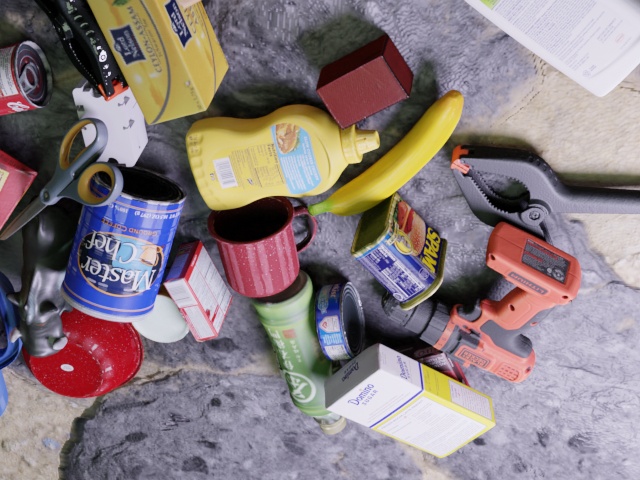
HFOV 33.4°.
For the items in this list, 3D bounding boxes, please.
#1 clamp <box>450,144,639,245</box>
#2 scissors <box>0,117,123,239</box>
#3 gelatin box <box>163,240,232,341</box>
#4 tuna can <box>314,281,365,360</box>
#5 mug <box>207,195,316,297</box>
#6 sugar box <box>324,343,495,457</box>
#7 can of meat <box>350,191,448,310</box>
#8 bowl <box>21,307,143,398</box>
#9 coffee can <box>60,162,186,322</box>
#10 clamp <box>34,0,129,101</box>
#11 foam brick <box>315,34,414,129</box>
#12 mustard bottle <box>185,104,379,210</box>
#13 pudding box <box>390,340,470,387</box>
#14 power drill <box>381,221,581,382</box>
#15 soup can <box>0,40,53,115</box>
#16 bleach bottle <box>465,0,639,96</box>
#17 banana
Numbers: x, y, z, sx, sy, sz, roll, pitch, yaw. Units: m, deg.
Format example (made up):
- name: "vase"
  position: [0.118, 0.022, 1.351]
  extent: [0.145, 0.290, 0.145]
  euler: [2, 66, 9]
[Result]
- name: "clamp"
  position: [0.219, -0.027, 1.096]
  extent: [0.210, 0.036, 0.165]
  euler: [25, 128, -7]
- name: "scissors"
  position: [-0.264, -0.038, 1.094]
  extent: [0.096, 0.016, 0.202]
  euler: [50, 121, 19]
- name: "gelatin box"
  position: [-0.137, 0.057, 1.199]
  extent: [0.030, 0.073, 0.089]
  euler: [-14, 122, 20]
- name: "tuna can"
  position: [0.022, 0.090, 1.184]
  extent: [0.034, 0.086, 0.086]
  euler: [-8, 122, 18]
- name: "mug"
  position: [-0.058, 0.001, 1.146]
  extent: [0.117, 0.093, 0.081]
  euler: [-24, 130, -17]
- name: "sugar box"
  position: [0.100, 0.181, 1.191]
  extent: [0.176, 0.048, 0.093]
  euler: [30, 127, -27]
- name: "can of meat"
  position: [0.082, 0.008, 1.107]
  extent: [0.058, 0.102, 0.084]
  euler: [-36, 109, 30]
- name: "bowl"
  position: [-0.300, 0.139, 1.299]
  extent: [0.162, 0.055, 0.162]
  euler: [5, 125, 7]
- name: "coffee can"
  position: [-0.210, 0.002, 1.135]
  extent: [0.103, 0.102, 0.140]
  euler: [18, 108, -2]
- name: "clamp"
  position: [-0.232, -0.214, 1.001]
  extent: [0.171, 0.039, 0.120]
  euler: [54, 162, -9]
- name: "foam brick"
  position: [0.043, -0.153, 1.032]
  extent: [0.078, 0.053, 0.051]
  euler: [-24, 117, 25]
- name: "mustard bottle"
  position: [-0.035, -0.089, 1.087]
  extent: [0.192, 0.058, 0.096]
  euler: [-8, 118, 16]
- name: "pudding box"
  position: [0.110, 0.166, 1.248]
  extent: [0.114, 0.039, 0.090]
  euler: [-17, 121, 22]
- name: "power drill"
  position: [0.174, 0.062, 1.137]
  extent: [0.184, 0.057, 0.188]
  euler: [25, 140, -4]
- name: "soup can"
  position: [-0.335, -0.161, 1.089]
  extent: [0.102, 0.068, 0.068]
  euler: [-8, 122, 16]
- name: "bleach bottle"
  position: [0.181, -0.237, 0.943]
  extent: [0.250, 0.068, 0.103]
  euler: [34, 123, -10]
- name: "banana"
  position: [0.077, -0.079, 1.072]
  extent: [0.198, 0.069, 0.037]
  euler: [-40, 77, 23]
